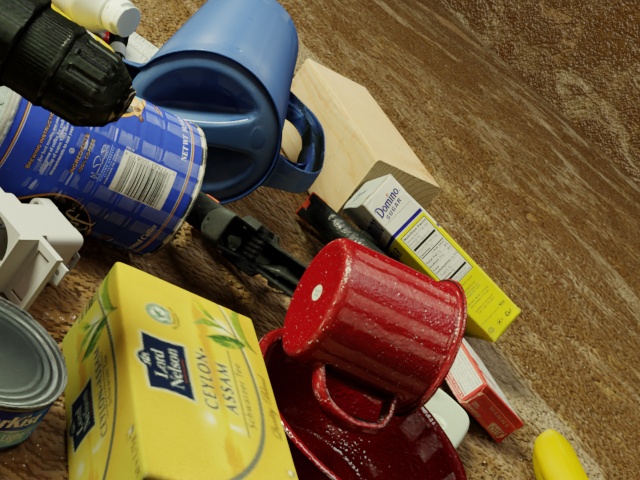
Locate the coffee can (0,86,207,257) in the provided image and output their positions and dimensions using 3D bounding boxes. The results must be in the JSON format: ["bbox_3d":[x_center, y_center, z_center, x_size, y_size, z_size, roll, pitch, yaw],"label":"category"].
[{"bbox_3d":[-0.162,-0.059,0.710,0.140,0.103,0.103,24,24,-34],"label":"coffee can"}]

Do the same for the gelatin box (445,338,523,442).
[{"bbox_3d":[0.125,0.116,0.890,0.073,0.030,0.089,48,10,-41],"label":"gelatin box"}]

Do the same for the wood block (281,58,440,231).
[{"bbox_3d":[0.029,-0.093,1.132,0.090,0.090,0.206,22,25,-37],"label":"wood block"}]

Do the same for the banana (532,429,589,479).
[{"bbox_3d":[0.209,0.209,0.846,0.069,0.037,0.198,28,22,-23],"label":"banana"}]

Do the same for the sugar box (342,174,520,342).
[{"bbox_3d":[0.100,0.018,0.989,0.176,0.048,0.093,43,-8,-6],"label":"sugar box"}]

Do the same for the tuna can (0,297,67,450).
[{"bbox_3d":[-0.171,0.062,0.526,0.086,0.034,0.086,33,20,-14],"label":"tuna can"}]

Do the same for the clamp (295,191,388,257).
[{"bbox_3d":[0.046,0.019,0.976,0.172,0.039,0.120,45,-3,39],"label":"clamp"}]

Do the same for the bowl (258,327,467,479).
[{"bbox_3d":[0.012,0.129,0.661,0.162,0.055,0.162,33,20,-14],"label":"bowl"}]

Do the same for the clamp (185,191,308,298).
[{"bbox_3d":[-0.055,0.001,0.760,0.164,0.036,0.210,38,-3,-38],"label":"clamp"}]

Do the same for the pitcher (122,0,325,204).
[{"bbox_3d":[-0.076,-0.134,0.941,0.242,0.145,0.149,-78,154,-61],"label":"pitcher"}]

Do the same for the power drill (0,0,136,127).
[{"bbox_3d":[-0.205,-0.059,0.512,0.184,0.188,0.057,33,19,-7],"label":"power drill"}]

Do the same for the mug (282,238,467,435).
[{"bbox_3d":[0.027,0.060,0.644,0.081,0.093,0.117,26,59,-17],"label":"mug"}]
